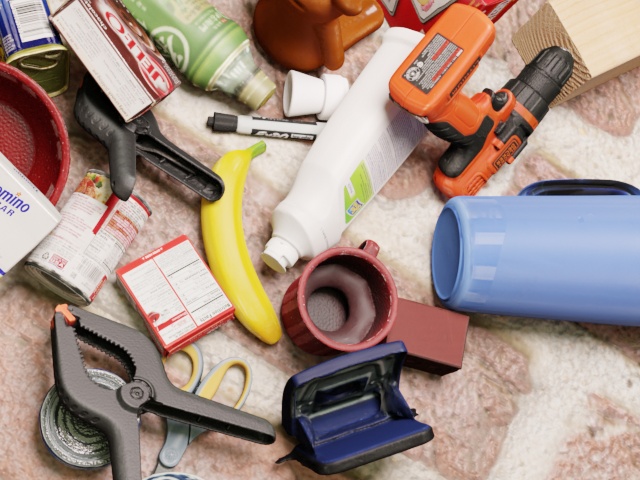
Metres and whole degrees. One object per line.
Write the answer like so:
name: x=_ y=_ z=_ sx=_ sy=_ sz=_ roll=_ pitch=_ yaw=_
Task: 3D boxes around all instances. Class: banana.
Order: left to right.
banana: x=-0.075 y=-0.002 z=0.982 sx=0.069 sy=0.037 sz=0.198 roll=-1 pitch=77 yaw=-15

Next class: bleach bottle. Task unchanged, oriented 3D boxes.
bleach bottle: x=0.027 y=-0.077 z=0.995 sx=0.068 sy=0.102 sz=0.250 roll=25 pitch=67 yaw=32

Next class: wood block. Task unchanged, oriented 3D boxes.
wood block: x=0.319 y=-0.229 z=1.113 sx=0.205 sy=0.091 sz=0.090 roll=-26 pitch=84 yaw=-19

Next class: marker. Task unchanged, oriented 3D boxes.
marker: x=-0.049 y=-0.109 z=1.025 sx=0.121 sy=0.020 sz=0.020 roll=4 pitch=75 yaw=-13

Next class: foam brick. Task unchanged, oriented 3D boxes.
foam brick: x=0.091 y=0.090 z=0.994 sx=0.078 sy=0.053 sz=0.051 roll=16 pitch=73 yaw=-10

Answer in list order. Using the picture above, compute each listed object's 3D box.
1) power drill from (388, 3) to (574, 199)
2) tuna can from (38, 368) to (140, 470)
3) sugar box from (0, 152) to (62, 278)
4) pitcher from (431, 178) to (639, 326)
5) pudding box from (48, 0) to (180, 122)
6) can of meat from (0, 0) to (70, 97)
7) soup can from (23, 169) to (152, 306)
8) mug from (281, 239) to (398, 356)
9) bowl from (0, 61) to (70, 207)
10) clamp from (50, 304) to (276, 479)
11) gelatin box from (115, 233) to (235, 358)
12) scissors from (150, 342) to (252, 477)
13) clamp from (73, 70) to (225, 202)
power drill: x=0.152 y=-0.138 z=0.987 sx=0.057 sy=0.187 sz=0.184 roll=39 pitch=91 yaw=36
tuna can: x=-0.197 y=0.153 z=0.913 sx=0.086 sy=0.034 sz=0.086 roll=3 pitch=75 yaw=-14
sugar box: x=-0.308 y=0.010 z=0.879 sx=0.176 sy=0.048 sz=0.093 roll=-43 pitch=101 yaw=-2
pitcher: x=0.233 y=0.009 z=1.021 sx=0.242 sy=0.149 sz=0.145 roll=3 pitch=92 yaw=-11
pudding box: x=-0.178 y=-0.165 z=0.938 sx=0.039 sy=0.090 sz=0.113 roll=-35 pitch=101 yaw=16
can of meat: x=-0.262 y=-0.181 z=0.945 sx=0.057 sy=0.102 sz=0.084 roll=-16 pitch=79 yaw=-17
soup can: x=-0.202 y=-0.002 z=0.932 sx=0.068 sy=0.069 sz=0.102 roll=33 pitch=71 yaw=-5
mug: x=0.018 y=0.050 z=0.968 sx=0.093 sy=0.082 sz=0.117 roll=31 pitch=69 yaw=-9
bowl: x=-0.294 y=-0.077 z=0.917 sx=0.162 sy=0.055 sz=0.162 roll=-1 pitch=100 yaw=-6
clamp: x=-0.158 y=0.142 z=0.876 sx=0.210 sy=0.036 sz=0.164 roll=42 pitch=50 yaw=6
gelatin box: x=-0.129 y=0.049 z=0.952 sx=0.073 sy=0.030 sz=0.089 roll=-30 pitch=74 yaw=-19
scissors: x=-0.141 y=0.170 z=0.933 sx=0.096 sy=0.016 sz=0.201 roll=42 pitch=70 yaw=0
clamp: x=-0.172 y=-0.090 z=0.941 sx=0.172 sy=0.120 sz=0.039 roll=42 pitch=112 yaw=21
